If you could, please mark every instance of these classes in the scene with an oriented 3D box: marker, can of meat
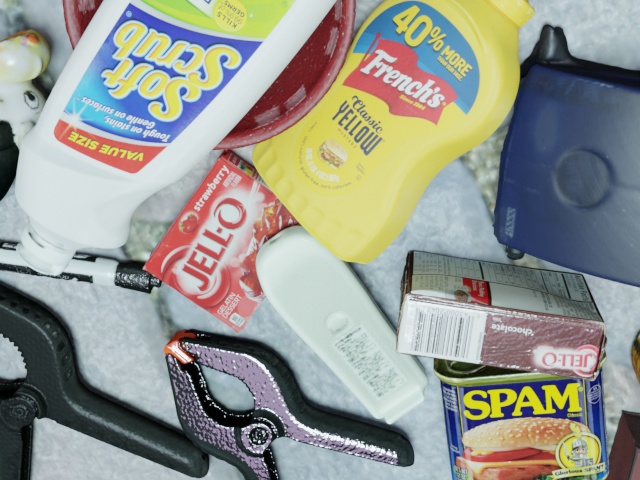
[{"bbox_3d":[-0.160,0.016,0.676,0.121,0.020,0.020,9,107,4],"label":"marker"},{"bbox_3d":[0.124,0.106,0.654,0.102,0.057,0.084,-6,109,8],"label":"can of meat"}]

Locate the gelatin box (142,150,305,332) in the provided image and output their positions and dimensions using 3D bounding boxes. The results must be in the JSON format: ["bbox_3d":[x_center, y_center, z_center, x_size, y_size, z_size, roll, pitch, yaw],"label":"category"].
[{"bbox_3d":[-0.054,0.001,0.653,0.073,0.030,0.089,35,106,-8],"label":"gelatin box"}]

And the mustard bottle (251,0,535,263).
[{"bbox_3d":[0.053,-0.084,0.597,0.192,0.058,0.096,-47,66,15],"label":"mustard bottle"}]

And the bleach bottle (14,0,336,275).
[{"bbox_3d":[-0.080,-0.080,0.559,0.102,0.068,0.251,35,109,-5],"label":"bleach bottle"}]

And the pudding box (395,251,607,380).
[{"bbox_3d":[0.102,0.041,0.619,0.113,0.090,0.039,10,106,4],"label":"pudding box"}]

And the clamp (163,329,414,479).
[{"bbox_3d":[-0.026,0.117,0.683,0.120,0.039,0.171,-36,98,4],"label":"clamp"}]

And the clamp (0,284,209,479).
[{"bbox_3d":[-0.179,0.104,0.696,0.164,0.036,0.210,-22,104,7],"label":"clamp"}]

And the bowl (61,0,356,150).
[{"bbox_3d":[-0.059,-0.135,0.601,0.162,0.055,0.162,2,107,6],"label":"bowl"}]
